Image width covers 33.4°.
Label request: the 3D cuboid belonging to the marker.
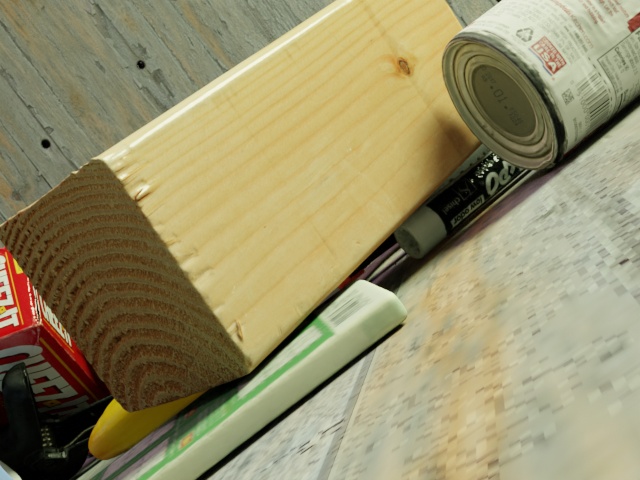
[{"bbox_3d":[0.082,-0.034,0.488,0.121,0.020,0.020,-38,1,-21],"label":"marker"}]

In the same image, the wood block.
[{"bbox_3d":[-0.017,-0.031,0.449,0.090,0.091,0.205,-24,13,47],"label":"wood block"}]

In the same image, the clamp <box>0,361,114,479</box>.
[{"bbox_3d":[-0.192,0.132,0.719,0.120,0.039,0.172,25,-55,-41],"label":"clamp"}]

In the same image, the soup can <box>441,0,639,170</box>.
[{"bbox_3d":[0.109,-0.084,0.445,0.102,0.068,0.069,-38,1,-16],"label":"soup can"}]

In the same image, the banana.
[{"bbox_3d":[-0.058,0.061,0.537,0.069,0.037,0.198,-38,1,-42],"label":"banana"}]

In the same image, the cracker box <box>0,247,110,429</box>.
[{"bbox_3d":[-0.269,0.097,0.725,0.213,0.072,0.164,-19,-26,-3],"label":"cracker box"}]
